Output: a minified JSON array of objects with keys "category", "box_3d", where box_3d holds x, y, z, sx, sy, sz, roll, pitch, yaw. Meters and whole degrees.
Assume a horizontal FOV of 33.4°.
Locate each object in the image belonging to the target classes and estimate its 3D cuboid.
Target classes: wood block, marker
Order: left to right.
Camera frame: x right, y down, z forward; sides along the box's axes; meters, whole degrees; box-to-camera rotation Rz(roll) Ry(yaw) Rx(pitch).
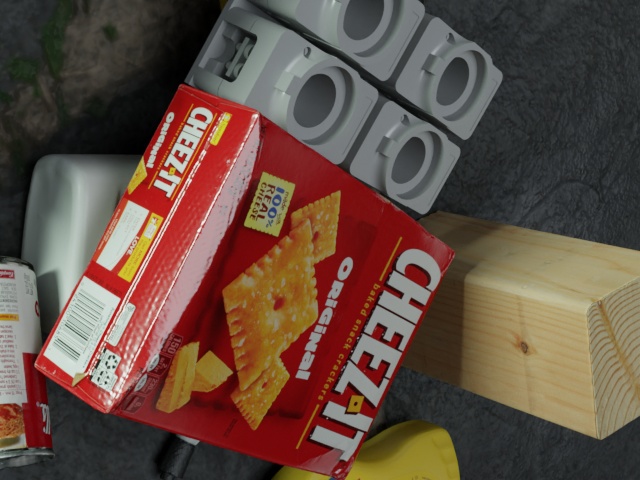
[{"category":"marker","box_3d":[-0.073,0.100,0.691,0.020,0.020,0.121,33,78,-38]},{"category":"wood block","box_3d":[0.127,0.048,0.718,0.090,0.206,0.091,-23,113,-33]}]

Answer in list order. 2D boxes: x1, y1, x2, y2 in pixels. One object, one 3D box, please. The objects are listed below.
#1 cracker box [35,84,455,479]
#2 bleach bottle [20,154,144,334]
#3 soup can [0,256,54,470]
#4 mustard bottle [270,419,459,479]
[{"category":"cracker box","box_3d":[-0.028,0.035,0.598,0.213,0.072,0.164,31,85,-50]},{"category":"bleach bottle","box_3d":[-0.054,0.001,0.660,0.250,0.068,0.102,0,103,-41]},{"category":"soup can","box_3d":[-0.176,0.066,0.550,0.068,0.069,0.102,2,71,-38]},{"category":"mustard bottle","box_3d":[0.013,0.193,0.753,0.191,0.058,0.096,-8,103,-36]}]
